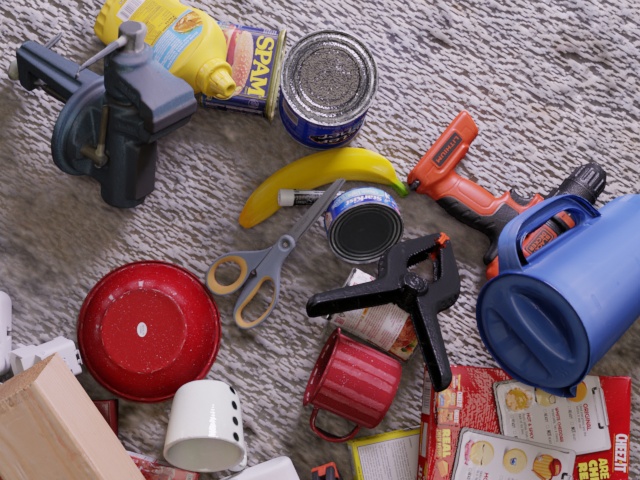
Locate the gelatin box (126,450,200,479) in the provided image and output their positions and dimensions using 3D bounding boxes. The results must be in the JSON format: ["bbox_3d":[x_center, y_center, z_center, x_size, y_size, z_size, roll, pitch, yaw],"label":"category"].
[{"bbox_3d":[-0.184,0.277,1.166,0.089,0.030,0.073,15,85,-1],"label":"gelatin box"}]

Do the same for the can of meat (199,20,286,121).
[{"bbox_3d":[-0.087,-0.192,1.201,0.084,0.057,0.102,10,84,1],"label":"can of meat"}]

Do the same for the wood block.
[{"bbox_3d":[-0.257,0.231,1.085,0.090,0.091,0.206,-30,101,6],"label":"wood block"}]

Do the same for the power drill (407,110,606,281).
[{"bbox_3d":[0.206,-0.059,1.201,0.187,0.057,0.184,41,82,2],"label":"power drill"}]

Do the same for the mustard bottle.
[{"bbox_3d":[-0.158,-0.212,1.160,0.192,0.058,0.096,41,88,29],"label":"mustard bottle"}]

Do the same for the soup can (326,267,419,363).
[{"bbox_3d":[0.066,0.082,1.177,0.102,0.068,0.068,28,84,1],"label":"soup can"}]

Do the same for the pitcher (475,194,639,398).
[{"bbox_3d":[0.279,0.035,1.115,0.145,0.149,0.242,36,47,25],"label":"pitcher"}]

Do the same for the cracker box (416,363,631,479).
[{"bbox_3d":[0.211,0.218,1.127,0.213,0.072,0.164,4,84,-5],"label":"cracker box"}]

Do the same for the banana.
[{"bbox_3d":[0.000,-0.065,1.203,0.197,0.037,0.069,-11,85,-4],"label":"banana"}]

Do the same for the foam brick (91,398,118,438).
[{"bbox_3d":[-0.261,0.201,1.159,0.078,0.051,0.053,-2,85,-3],"label":"foam brick"}]

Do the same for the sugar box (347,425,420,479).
[{"bbox_3d":[0.125,0.249,1.176,0.176,0.048,0.093,-10,85,-7],"label":"sugar box"}]

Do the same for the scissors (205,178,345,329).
[{"bbox_3d":[-0.058,0.001,1.178,0.096,0.016,0.202,28,101,9],"label":"scissors"}]

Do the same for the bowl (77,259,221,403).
[{"bbox_3d":[-0.190,0.099,1.170,0.162,0.055,0.162,0,84,-2],"label":"bowl"}]

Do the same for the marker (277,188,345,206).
[{"bbox_3d":[0.013,-0.046,1.184,0.121,0.020,0.020,1,85,-12],"label":"marker"}]

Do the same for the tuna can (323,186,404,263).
[{"bbox_3d":[0.047,-0.017,1.178,0.086,0.086,0.034,-6,40,-8],"label":"tuna can"}]

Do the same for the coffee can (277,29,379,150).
[{"bbox_3d":[0.006,-0.160,1.160,0.103,0.140,0.103,0,84,-3],"label":"coffee can"}]

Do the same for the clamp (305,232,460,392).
[{"bbox_3d":[0.101,0.064,1.132,0.164,0.036,0.209,36,43,12],"label":"clamp"}]

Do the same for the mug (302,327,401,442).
[{"bbox_3d":[0.031,0.164,1.158,0.081,0.093,0.117,25,85,-5],"label":"mug"}]
